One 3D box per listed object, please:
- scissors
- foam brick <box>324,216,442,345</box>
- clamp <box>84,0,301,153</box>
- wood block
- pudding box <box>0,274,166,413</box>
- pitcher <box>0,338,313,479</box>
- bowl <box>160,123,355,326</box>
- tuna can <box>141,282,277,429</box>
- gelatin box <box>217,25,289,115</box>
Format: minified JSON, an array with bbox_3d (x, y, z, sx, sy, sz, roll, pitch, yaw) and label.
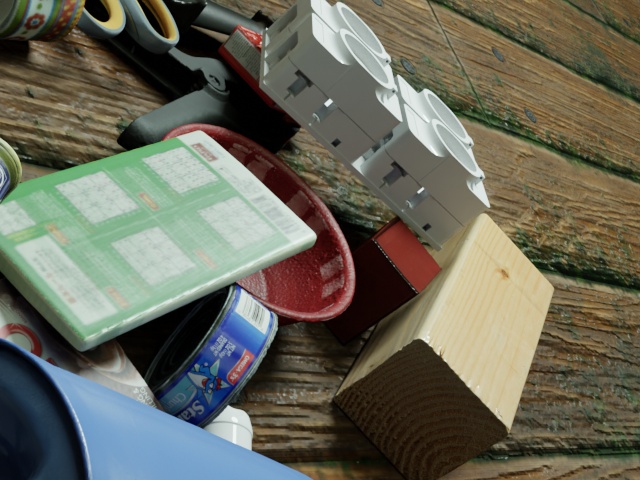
[{"bbox_3d":[-0.175,-0.208,0.741,0.202,0.016,0.096,51,32,4],"label":"scissors"},{"bbox_3d":[0.037,0.030,0.773,0.051,0.078,0.052,51,33,-1],"label":"foam brick"},{"bbox_3d":[-0.096,-0.115,0.791,0.209,0.036,0.165,9,44,-52],"label":"clamp"},{"bbox_3d":[0.099,0.075,0.794,0.091,0.090,0.205,47,32,-5],"label":"wood block"},{"bbox_3d":[-0.140,0.073,0.536,0.113,0.039,0.089,53,32,5],"label":"pudding box"},{"bbox_3d":[-0.069,0.133,0.423,0.242,0.145,0.149,36,32,-57],"label":"pitcher"},{"bbox_3d":[-0.055,0.001,0.700,0.162,0.055,0.162,32,32,-24],"label":"bowl"},{"bbox_3d":[-0.064,0.065,0.598,0.033,0.086,0.086,40,33,-14],"label":"tuna can"},{"bbox_3d":[-0.029,-0.130,0.850,0.073,0.030,0.089,49,19,25],"label":"gelatin box"}]
